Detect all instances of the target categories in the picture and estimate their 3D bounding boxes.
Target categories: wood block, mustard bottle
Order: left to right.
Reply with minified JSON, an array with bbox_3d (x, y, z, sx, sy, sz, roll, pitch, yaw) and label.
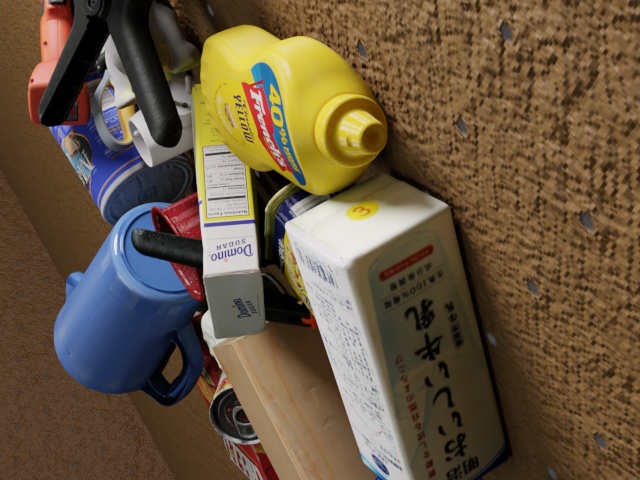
[{"bbox_3d":[-0.013,-0.078,0.658,0.192,0.058,0.096,28,137,60],"label":"mustard bottle"},{"bbox_3d":[-0.001,0.162,0.926,0.206,0.090,0.091,63,162,-1],"label":"wood block"}]

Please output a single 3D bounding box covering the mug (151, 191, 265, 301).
[{"bbox_3d":[-0.095,-0.002,0.956,0.093,0.081,0.117,60,162,7],"label":"mug"}]

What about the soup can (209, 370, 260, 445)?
[{"bbox_3d":[-0.070,0.147,1.066,0.102,0.068,0.068,-83,-26,-66],"label":"soup can"}]

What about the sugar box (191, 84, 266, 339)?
[{"bbox_3d":[-0.069,-0.025,0.803,0.093,0.048,0.176,90,171,-57],"label":"sugar box"}]

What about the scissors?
[{"bbox_3d":[-0.183,-0.176,1.030,0.016,0.096,0.202,-25,61,44],"label":"scissors"}]

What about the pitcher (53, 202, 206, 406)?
[{"bbox_3d":[-0.182,0.068,1.101,0.243,0.149,0.145,131,148,-55],"label":"pitcher"}]

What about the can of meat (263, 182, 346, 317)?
[{"bbox_3d":[0.007,0.012,0.737,0.084,0.057,0.102,53,161,20],"label":"can of meat"}]

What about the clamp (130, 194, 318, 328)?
[{"bbox_3d":[-0.056,0.001,0.866,0.171,0.120,0.039,33,165,16],"label":"clamp"}]

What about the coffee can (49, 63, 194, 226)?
[{"bbox_3d":[-0.208,-0.098,1.096,0.140,0.102,0.103,54,161,23],"label":"coffee can"}]

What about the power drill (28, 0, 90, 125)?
[{"bbox_3d":[-0.246,-0.215,1.005,0.184,0.057,0.187,121,147,-71],"label":"power drill"}]

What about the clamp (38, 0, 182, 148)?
[{"bbox_3d":[-0.167,-0.176,0.821,0.165,0.036,0.210,4,97,41],"label":"clamp"}]

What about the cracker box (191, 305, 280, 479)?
[{"bbox_3d":[-0.091,0.183,1.234,0.164,0.072,0.213,26,141,62],"label":"cracker box"}]
